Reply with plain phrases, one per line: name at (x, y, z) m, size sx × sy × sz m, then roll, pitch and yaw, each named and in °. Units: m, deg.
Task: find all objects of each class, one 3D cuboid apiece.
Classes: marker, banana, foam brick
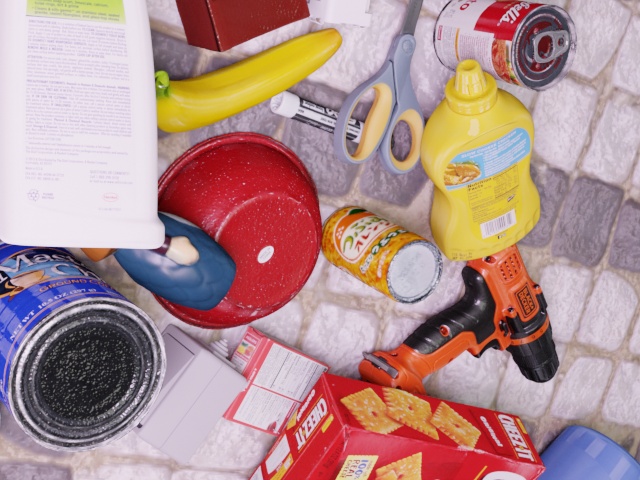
marker at (0.013, -0.094, 0.856) m, size 0.120 × 0.020 × 0.020 m, roll 16°, pitch 96°, yaw -36°
banana at (-0.060, -0.112, 0.768) m, size 0.197 × 0.070 × 0.037 m, roll -29°, pitch 93°, yaw -47°
foam brick at (-0.057, -0.174, 0.762) m, size 0.078 × 0.051 × 0.053 m, roll -27°, pitch 118°, yaw -24°

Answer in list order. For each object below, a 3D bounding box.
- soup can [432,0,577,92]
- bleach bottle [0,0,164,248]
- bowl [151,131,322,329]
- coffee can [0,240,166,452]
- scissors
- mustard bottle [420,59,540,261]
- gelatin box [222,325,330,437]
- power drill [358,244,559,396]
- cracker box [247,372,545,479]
soup can at (0.148, -0.163, 0.870) m, size 0.068 × 0.102 × 0.068 m, roll -11°, pitch 112°, yaw -30°
bleach bottle at (-0.141, -0.122, 0.643) m, size 0.102 × 0.068 × 0.251 m, roll 2°, pitch 93°, yaw -21°
bowl at (-0.055, 0.001, 0.821) m, size 0.161 × 0.055 × 0.162 m, roll -12°, pitch 112°, yaw -30°
coffee can at (-0.178, 0.064, 0.708) m, size 0.102 × 0.140 × 0.103 m, roll -11°, pitch 112°, yaw -30°
scissors at (0.076, -0.141, 0.871) m, size 0.096 × 0.016 × 0.201 m, roll 39°, pitch 75°, yaw -35°
mustard bottle at (0.131, -0.070, 0.882) m, size 0.096 × 0.058 × 0.191 m, roll -23°, pitch 138°, yaw -7°
gelatin box at (-0.042, 0.118, 0.878) m, size 0.089 × 0.030 × 0.073 m, roll 30°, pitch 88°, yaw -48°
power drill at (0.135, 0.107, 0.984) m, size 0.187 × 0.057 × 0.184 m, roll -40°, pitch 124°, yaw -18°
cracker box at (0.059, 0.209, 0.908) m, size 0.213 × 0.072 × 0.164 m, roll 17°, pitch 120°, yaw -29°
